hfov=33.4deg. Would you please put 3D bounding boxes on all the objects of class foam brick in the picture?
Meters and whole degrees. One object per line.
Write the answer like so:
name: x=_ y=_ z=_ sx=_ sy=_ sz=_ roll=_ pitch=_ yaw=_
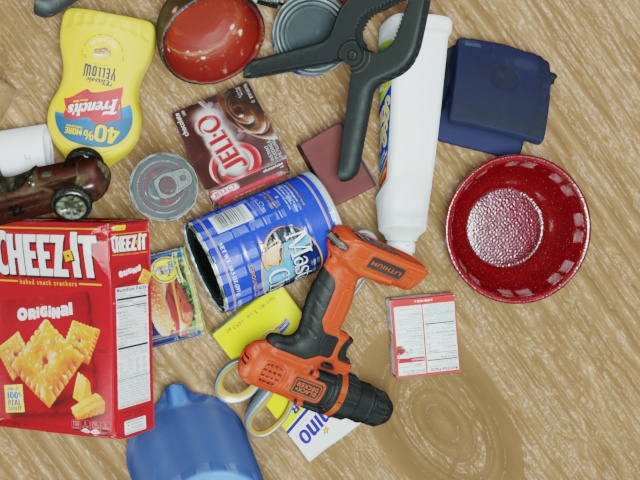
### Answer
foam brick: x=0.016 y=-0.080 z=1.142 sx=0.051 sy=0.053 sz=0.078 roll=-30 pitch=95 yaw=-4

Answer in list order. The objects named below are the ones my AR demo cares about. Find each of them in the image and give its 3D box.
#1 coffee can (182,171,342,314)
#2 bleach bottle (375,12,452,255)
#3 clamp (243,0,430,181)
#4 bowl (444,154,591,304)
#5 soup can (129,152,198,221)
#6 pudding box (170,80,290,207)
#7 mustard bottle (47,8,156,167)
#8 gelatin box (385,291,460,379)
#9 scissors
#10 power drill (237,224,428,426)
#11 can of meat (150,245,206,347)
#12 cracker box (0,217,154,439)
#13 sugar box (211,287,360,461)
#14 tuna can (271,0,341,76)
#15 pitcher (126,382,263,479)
coffee can: x=-0.057 y=0.001 z=1.100 sx=0.140 sy=0.103 sz=0.103 roll=-24 pitch=95 yaw=-16
bleach bottle: x=0.092 y=-0.104 z=1.122 sx=0.068 sy=0.103 sz=0.251 roll=3 pitch=91 yaw=-9
clamp: x=0.027 y=-0.188 z=1.076 sx=0.164 sy=0.036 sz=0.210 roll=41 pitch=108 yaw=12
bowl: x=0.209 y=-0.013 z=1.165 sx=0.162 sy=0.055 sz=0.162 roll=0 pitch=93 yaw=-7
soup can: x=-0.160 y=-0.055 z=1.098 sx=0.068 sy=0.102 sz=0.068 roll=0 pitch=93 yaw=-7
pudding box: x=-0.093 y=-0.101 z=1.109 sx=0.090 sy=0.039 sz=0.113 roll=-24 pitch=59 yaw=-6
mustard bottle: x=-0.232 y=-0.138 z=1.108 sx=0.096 sy=0.058 sz=0.191 roll=9 pitch=92 yaw=-6
gelatin box: x=0.113 y=0.104 z=1.174 sx=0.073 sy=0.030 sz=0.089 roll=-5 pitch=94 yaw=-8
scissors: x=-0.039 y=0.109 z=1.115 sx=0.096 sy=0.016 sz=0.202 roll=26 pitch=92 yaw=-10
power drill: x=0.031 y=0.092 z=1.081 sx=0.184 sy=0.057 sz=0.188 roll=24 pitch=99 yaw=-29
can of meat: x=-0.172 y=0.062 z=1.126 sx=0.084 sy=0.057 sz=0.102 roll=-14 pitch=94 yaw=-8
cracker box: x=-0.254 y=0.085 z=1.073 sx=0.164 sy=0.072 sz=0.214 roll=1 pitch=95 yaw=29
sugar box: x=-0.029 y=0.141 z=1.151 sx=0.093 sy=0.048 sz=0.176 roll=-38 pitch=95 yaw=-4
tuna can: x=-0.010 y=-0.219 z=1.141 sx=0.086 sy=0.034 sz=0.086 roll=0 pitch=93 yaw=-7
pitcher: x=-0.114 y=0.252 z=1.049 sx=0.149 sy=0.243 sz=0.145 roll=35 pitch=88 yaw=-14
